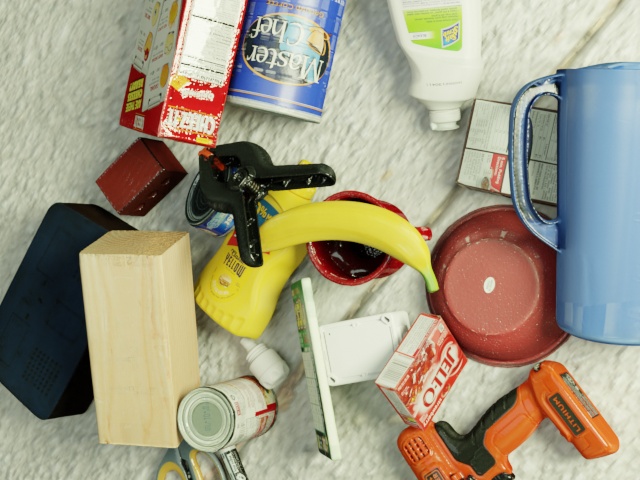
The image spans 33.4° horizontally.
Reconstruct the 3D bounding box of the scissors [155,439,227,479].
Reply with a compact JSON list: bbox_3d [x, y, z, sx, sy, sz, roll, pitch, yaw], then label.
[{"bbox_3d":[-0.169,0.213,1.192,0.096,0.016,0.202,-35,76,19],"label":"scissors"}]

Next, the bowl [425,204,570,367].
[{"bbox_3d":[0.171,0.044,1.029,0.162,0.055,0.162,-1,89,23],"label":"bowl"}]

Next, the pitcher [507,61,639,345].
[{"bbox_3d":[0.259,-0.036,0.944,0.149,0.144,0.243,10,101,44],"label":"pitcher"}]

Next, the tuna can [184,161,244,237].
[{"bbox_3d":[-0.108,-0.048,1.135,0.086,0.033,0.086,-35,42,38],"label":"tuna can"}]

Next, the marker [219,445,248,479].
[{"bbox_3d":[-0.082,0.270,1.152,0.020,0.020,0.121,-28,79,20],"label":"marker"}]

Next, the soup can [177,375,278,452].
[{"bbox_3d":[-0.096,0.180,1.114,0.069,0.102,0.068,0,90,23],"label":"soup can"}]

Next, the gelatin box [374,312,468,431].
[{"bbox_3d":[0.099,0.126,1.027,0.030,0.073,0.089,14,59,43],"label":"gelatin box"}]

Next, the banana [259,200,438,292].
[{"bbox_3d":[0.021,-0.004,1.012,0.198,0.037,0.069,13,92,23],"label":"banana"}]

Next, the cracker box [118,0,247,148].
[{"bbox_3d":[-0.138,-0.211,1.112,0.164,0.072,0.214,24,102,64],"label":"cracker box"}]

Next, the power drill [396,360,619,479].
[{"bbox_3d":[0.187,0.218,1.018,0.188,0.057,0.184,-39,75,18],"label":"power drill"}]

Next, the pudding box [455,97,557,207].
[{"bbox_3d":[0.195,-0.085,1.029,0.114,0.039,0.090,13,92,20],"label":"pudding box"}]

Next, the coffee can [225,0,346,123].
[{"bbox_3d":[-0.035,-0.199,1.093,0.103,0.102,0.140,14,95,22],"label":"coffee can"}]

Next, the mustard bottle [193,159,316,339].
[{"bbox_3d":[-0.058,0.001,1.122,0.096,0.058,0.192,39,103,40],"label":"mustard bottle"}]

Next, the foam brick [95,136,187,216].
[{"bbox_3d":[-0.200,-0.070,1.188,0.078,0.053,0.051,-42,74,17],"label":"foam brick"}]

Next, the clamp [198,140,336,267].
[{"bbox_3d":[-0.060,-0.057,1.042,0.120,0.039,0.172,-38,47,-3],"label":"clamp"}]

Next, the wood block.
[{"bbox_3d":[-0.184,0.100,1.110,0.090,0.090,0.206,1,107,11],"label":"wood block"}]

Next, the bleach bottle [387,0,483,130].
[{"bbox_3d":[0.104,-0.233,1.037,0.103,0.068,0.251,-1,104,20],"label":"bleach bottle"}]

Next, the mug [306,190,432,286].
[{"bbox_3d":[0.054,-0.003,1.064,0.117,0.081,0.093,-7,86,23],"label":"mug"}]
